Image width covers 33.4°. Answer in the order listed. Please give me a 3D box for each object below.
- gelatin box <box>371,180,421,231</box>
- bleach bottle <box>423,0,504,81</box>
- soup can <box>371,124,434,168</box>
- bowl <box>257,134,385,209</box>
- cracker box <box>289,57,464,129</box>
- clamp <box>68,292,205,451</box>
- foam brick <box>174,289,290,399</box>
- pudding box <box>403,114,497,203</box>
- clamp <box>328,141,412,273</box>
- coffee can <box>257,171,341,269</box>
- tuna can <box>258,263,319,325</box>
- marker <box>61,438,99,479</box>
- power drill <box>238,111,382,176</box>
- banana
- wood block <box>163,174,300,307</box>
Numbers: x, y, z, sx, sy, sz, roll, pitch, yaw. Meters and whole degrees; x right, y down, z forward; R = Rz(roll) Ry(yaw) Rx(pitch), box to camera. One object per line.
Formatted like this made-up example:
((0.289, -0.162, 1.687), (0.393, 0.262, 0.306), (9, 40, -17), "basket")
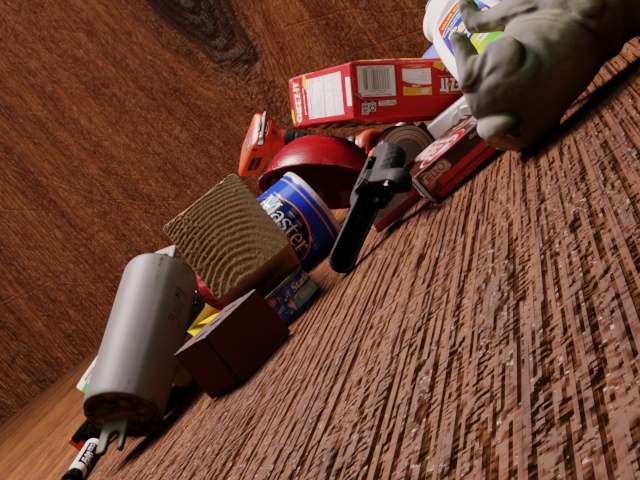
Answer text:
((0.075, -0.045, 1.137), (0.073, 0.030, 0.089), (-39, 5, 0), "gelatin box")
((0.165, -0.211, 1.140), (0.103, 0.068, 0.251), (-49, 29, 10), "bleach bottle")
((0.097, -0.101, 1.248), (0.068, 0.068, 0.102), (-39, 5, 2), "soup can")
((0.003, -0.090, 1.341), (0.162, 0.161, 0.055), (150, 127, -60), "bowl")
((0.074, -0.174, 1.284), (0.164, 0.072, 0.214), (-5, 5, -20), "cracker box")
((-0.201, 0.151, 1.200), (0.209, 0.036, 0.165), (-49, -7, -32), "clamp")
((-0.075, 0.088, 0.918), (0.053, 0.051, 0.078), (-33, 8, 46), "foam brick")
((0.126, -0.080, 1.026), (0.090, 0.039, 0.113), (-40, 5, 1), "pudding box")
((0.058, -0.054, 1.030), (0.120, 0.039, 0.171), (-46, 17, 35), "clamp")
((-0.058, 0.002, 1.265), (0.140, 0.103, 0.103), (-40, 5, -10), "coffee can")
((-0.042, 0.062, 1.022), (0.086, 0.034, 0.086), (-39, 5, 4), "tuna can")
((-0.241, 0.226, 1.079), (0.020, 0.020, 0.121), (-39, 5, 4), "marker")
((-0.013, -0.107, 1.455), (0.185, 0.187, 0.057), (118, 158, -62), "power drill")
((-0.126, 0.118, 1.144), (0.070, 0.037, 0.197), (-16, 11, 8), "banana")
((-0.082, 0.015, 1.098), (0.090, 0.091, 0.206), (-38, -11, -4), "wood block")
